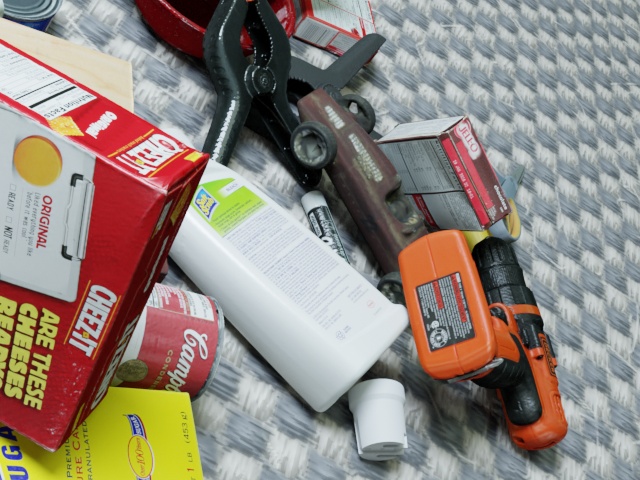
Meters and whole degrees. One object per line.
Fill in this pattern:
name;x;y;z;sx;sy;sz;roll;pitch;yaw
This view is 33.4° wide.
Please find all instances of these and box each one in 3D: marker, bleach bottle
marker;0.012;0.014;0.839;0.020;0.020;0.121;4;53;-39
bleach bottle;-0.055;0.001;0.759;0.251;0.068;0.102;45;38;5

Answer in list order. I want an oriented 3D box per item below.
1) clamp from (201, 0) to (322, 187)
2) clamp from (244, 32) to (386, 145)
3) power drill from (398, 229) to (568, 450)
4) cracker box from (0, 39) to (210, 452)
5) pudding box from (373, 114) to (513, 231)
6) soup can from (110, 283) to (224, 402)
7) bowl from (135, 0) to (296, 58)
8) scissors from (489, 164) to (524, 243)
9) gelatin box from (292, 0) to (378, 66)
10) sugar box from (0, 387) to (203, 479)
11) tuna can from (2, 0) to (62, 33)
clamp;-0.061;-0.115;0.832;0.120;0.039;0.171;-19;96;-47
clamp;0.004;-0.126;0.941;0.209;0.036;0.164;6;61;-36
power drill;0.127;0.057;0.816;0.187;0.057;0.184;32;39;-53
cracker box;-0.184;-0.019;0.538;0.214;0.164;0.072;29;26;3
pudding box;0.099;-0.054;0.887;0.039;0.114;0.090;-33;106;-23
soup can;-0.118;0.056;0.646;0.102;0.069;0.068;16;46;-30
bowl;-0.102;-0.207;0.911;0.162;0.055;0.162;24;42;-24
scissors;0.167;-0.063;1.009;0.096;0.016;0.201;54;25;-17
gelatin box;0.012;-0.217;1.042;0.089;0.030;0.073;18;44;-30
sugar box;-0.150;0.123;0.575;0.175;0.048;0.093;12;48;-36
tuna can;-0.237;-0.184;0.789;0.086;0.034;0.086;24;42;-24
